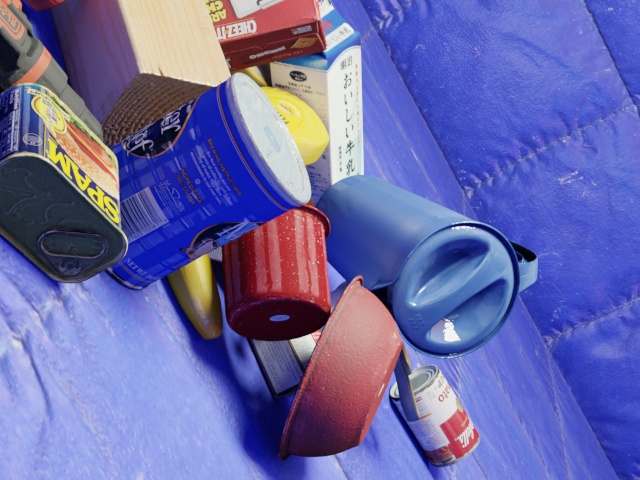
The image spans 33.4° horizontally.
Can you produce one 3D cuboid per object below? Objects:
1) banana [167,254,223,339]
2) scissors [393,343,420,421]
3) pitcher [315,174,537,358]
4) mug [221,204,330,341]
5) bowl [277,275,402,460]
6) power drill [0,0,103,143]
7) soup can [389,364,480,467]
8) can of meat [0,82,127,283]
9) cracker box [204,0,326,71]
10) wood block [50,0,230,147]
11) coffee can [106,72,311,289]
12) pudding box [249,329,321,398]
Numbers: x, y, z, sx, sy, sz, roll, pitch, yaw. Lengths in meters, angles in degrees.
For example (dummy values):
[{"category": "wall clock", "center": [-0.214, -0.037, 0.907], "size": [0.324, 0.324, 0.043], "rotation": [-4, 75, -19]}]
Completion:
[{"category": "banana", "center": [-0.110, -0.014, 0.857], "size": [0.069, 0.037, 0.198], "rotation": [47, 21, -48]}, {"category": "scissors", "center": [0.075, 0.128, 1.030], "size": [0.201, 0.016, 0.096], "rotation": [39, 37, -78]}, {"category": "pitcher", "center": [0.092, 0.012, 1.074], "size": [0.149, 0.145, 0.243], "rotation": [38, 0, -29]}, {"category": "mug", "center": [-0.029, 0.032, 0.841], "size": [0.117, 0.093, 0.081], "rotation": [37, 40, -50]}, {"category": "bowl", "center": [0.024, 0.112, 0.858], "size": [0.055, 0.162, 0.162], "rotation": [22, 11, 9]}, {"category": "power drill", "center": [-0.208, -0.158, 0.733], "size": [0.184, 0.057, 0.187], "rotation": [53, 17, -34]}, {"category": "soup can", "center": [0.134, 0.206, 1.258], "size": [0.102, 0.068, 0.068], "rotation": [58, 15, -13]}, {"category": "can of meat", "center": [-0.167, -0.037, 0.662], "size": [0.102, 0.057, 0.084], "rotation": [50, 17, -40]}, {"category": "cracker box", "center": [-0.091, -0.276, 1.060], "size": [0.072, 0.164, 0.214], "rotation": [62, 18, -70]}, {"category": "wood block", "center": [-0.152, -0.179, 0.853], "size": [0.090, 0.090, 0.206], "rotation": [6, 54, -41]}, {"category": "coffee can", "center": [-0.092, -0.041, 0.758], "size": [0.102, 0.140, 0.103], "rotation": [56, 16, -25]}, {"category": "pudding box", "center": [-0.033, 0.081, 0.956], "size": [0.113, 0.039, 0.090], "rotation": [63, 17, 12]}]
